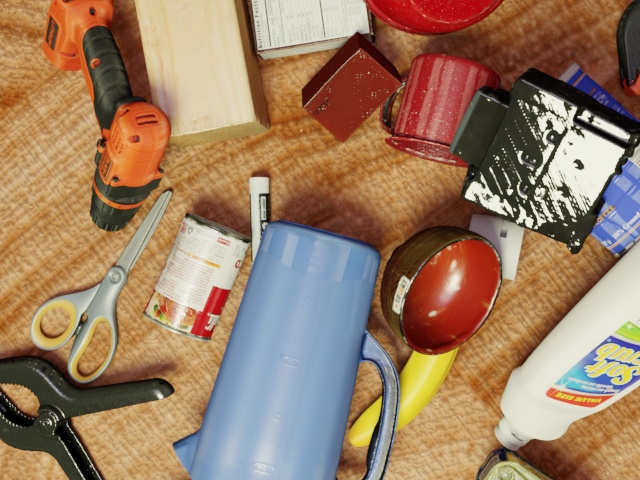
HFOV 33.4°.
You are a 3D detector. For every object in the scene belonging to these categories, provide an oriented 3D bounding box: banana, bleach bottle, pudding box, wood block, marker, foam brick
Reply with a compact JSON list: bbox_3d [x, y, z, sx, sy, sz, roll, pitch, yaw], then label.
[{"bbox_3d":[0.088,0.105,0.976,0.070,0.037,0.198,20,91,24],"label":"banana"},{"bbox_3d":[0.245,0.096,0.911,0.102,0.068,0.251,25,122,-23],"label":"bleach bottle"},{"bbox_3d":[-0.010,-0.221,0.985,0.113,0.039,0.090,-7,90,8],"label":"pudding box"},{"bbox_3d":[-0.112,-0.196,0.971,0.090,0.091,0.206,-10,88,6],"label":"wood block"},{"bbox_3d":[-0.057,0.001,1.000,0.020,0.020,0.121,-1,90,7],"label":"marker"},{"bbox_3d":[0.027,-0.138,0.957,0.053,0.051,0.078,40,111,-19],"label":"foam brick"}]

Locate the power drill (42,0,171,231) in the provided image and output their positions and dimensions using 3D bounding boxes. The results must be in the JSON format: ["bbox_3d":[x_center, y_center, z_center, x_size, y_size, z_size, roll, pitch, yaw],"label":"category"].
[{"bbox_3d":[-0.197,-0.118,0.967,0.057,0.185,0.188,-14,70,-30],"label":"power drill"}]

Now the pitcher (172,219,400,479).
[{"bbox_3d":[-0.016,0.113,0.946,0.145,0.149,0.243,14,88,47],"label":"pitcher"}]

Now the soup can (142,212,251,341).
[{"bbox_3d":[-0.113,0.033,0.983,0.068,0.068,0.102,23,92,6],"label":"soup can"}]

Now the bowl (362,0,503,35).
[{"bbox_3d":[0.110,-0.240,0.917,0.162,0.055,0.162,-6,126,-8],"label":"bowl"}]

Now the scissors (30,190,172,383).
[{"bbox_3d":[-0.215,0.036,1.022,0.096,0.016,0.202,17,92,7],"label":"scissors"}]

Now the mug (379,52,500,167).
[{"bbox_3d":[0.103,-0.117,0.953,0.117,0.093,0.081,12,86,43],"label":"mug"}]

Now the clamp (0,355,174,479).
[{"bbox_3d":[-0.242,0.160,1.008,0.210,0.036,0.165,31,106,9],"label":"clamp"}]

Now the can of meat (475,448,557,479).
[{"bbox_3d":[0.185,0.231,0.937,0.102,0.084,0.057,34,94,6],"label":"can of meat"}]
